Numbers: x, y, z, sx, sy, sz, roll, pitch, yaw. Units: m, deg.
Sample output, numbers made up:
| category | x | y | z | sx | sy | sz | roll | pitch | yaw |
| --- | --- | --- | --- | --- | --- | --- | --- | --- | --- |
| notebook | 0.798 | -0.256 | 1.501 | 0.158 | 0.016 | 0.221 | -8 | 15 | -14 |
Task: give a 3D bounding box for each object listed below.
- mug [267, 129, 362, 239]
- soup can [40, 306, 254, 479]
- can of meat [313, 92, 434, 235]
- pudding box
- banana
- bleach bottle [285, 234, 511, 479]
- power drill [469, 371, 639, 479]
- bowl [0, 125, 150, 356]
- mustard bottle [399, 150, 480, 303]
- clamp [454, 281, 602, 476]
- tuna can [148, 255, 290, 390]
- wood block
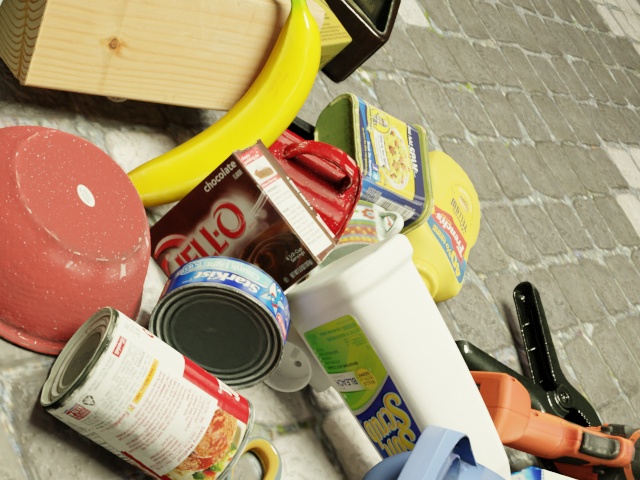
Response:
| category | x | y | z | sx | sy | sz | roll | pitch | yaw |
| --- | --- | --- | --- | --- | --- | --- | --- | --- | --- |
| mug | -0.022 | -0.041 | 0.795 | 0.081 | 0.117 | 0.093 | 30 | 58 | -24 |
| soup can | -0.097 | 0.092 | 0.603 | 0.102 | 0.069 | 0.068 | 38 | 34 | -21 |
| can of meat | 0.042 | -0.063 | 0.887 | 0.083 | 0.058 | 0.102 | 22 | 51 | -36 |
| pudding box | -0.055 | 0.001 | 0.707 | 0.090 | 0.114 | 0.039 | 51 | 34 | 0 |
| banana | -0.060 | -0.087 | 0.741 | 0.069 | 0.198 | 0.037 | 39 | -1 | -19 |
| bleach bottle | 0.075 | 0.124 | 0.698 | 0.068 | 0.103 | 0.251 | -34 | 95 | -33 |
| power drill | 0.194 | 0.153 | 0.820 | 0.187 | 0.185 | 0.057 | 22 | 73 | -21 |
| bowl | -0.158 | -0.014 | 0.643 | 0.162 | 0.055 | 0.162 | 33 | 36 | -29 |
| mustard bottle | 0.096 | 0.001 | 0.952 | 0.096 | 0.058 | 0.191 | 62 | 28 | -21 |
| clamp | 0.210 | 0.141 | 0.977 | 0.210 | 0.036 | 0.164 | 53 | 39 | -3 |
| tuna can | -0.062 | 0.052 | 0.671 | 0.086 | 0.086 | 0.033 | 41 | 32 | -18 |
| wood block | -0.113 | -0.153 | 0.747 | 0.205 | 0.091 | 0.090 | 3 | 31 | -38 |
